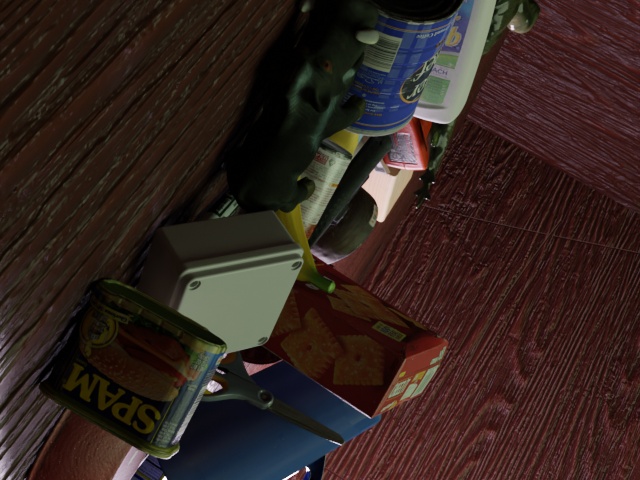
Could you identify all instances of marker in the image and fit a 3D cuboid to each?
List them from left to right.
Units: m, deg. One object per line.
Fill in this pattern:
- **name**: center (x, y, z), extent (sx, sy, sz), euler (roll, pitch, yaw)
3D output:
- **marker**: center (-0.072, -0.040, 0.926), extent (0.121, 0.020, 0.020), euler (-53, 171, -47)

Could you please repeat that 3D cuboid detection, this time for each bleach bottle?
- **bleach bottle**: center (0.107, -0.221, 0.965), extent (0.251, 0.102, 0.068), euler (97, 19, -53)

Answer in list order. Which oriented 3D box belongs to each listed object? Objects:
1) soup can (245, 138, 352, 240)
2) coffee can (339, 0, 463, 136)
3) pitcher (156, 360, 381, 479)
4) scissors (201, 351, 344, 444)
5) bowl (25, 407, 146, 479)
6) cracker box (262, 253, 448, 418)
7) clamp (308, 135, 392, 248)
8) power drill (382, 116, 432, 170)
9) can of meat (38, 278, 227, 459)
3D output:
- **soup can**: center (-0.021, -0.054, 1.044), extent (0.102, 0.068, 0.068), euler (-62, 173, 11)
- **coffee can**: center (0.053, -0.174, 0.922), extent (0.102, 0.103, 0.140), euler (-55, 172, -37)
- **pitcher**: center (-0.056, 0.215, 1.178), extent (0.242, 0.145, 0.149), euler (-27, 149, -7)
- **scissors**: center (-0.065, 0.147, 1.117), extent (0.016, 0.201, 0.096), euler (123, -21, -47)
- **bowl**: center (-0.178, 0.168, 0.883), extent (0.162, 0.055, 0.162), euler (-59, 173, -12)
- **cracker box**: center (0.002, 0.072, 1.006), extent (0.072, 0.214, 0.164), euler (-61, 161, 11)
- **clamp**: center (0.013, -0.039, 1.160), extent (0.171, 0.039, 0.120), euler (-49, 173, -9)
- **power drill**: center (0.118, -0.191, 1.255), extent (0.187, 0.057, 0.184), euler (-64, 149, -32)
- **can of meat**: center (-0.124, 0.085, 0.722), extent (0.084, 0.102, 0.057), euler (-62, 173, 3)
